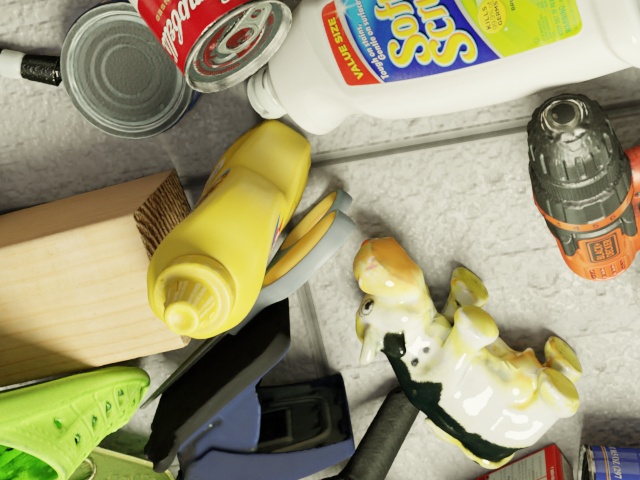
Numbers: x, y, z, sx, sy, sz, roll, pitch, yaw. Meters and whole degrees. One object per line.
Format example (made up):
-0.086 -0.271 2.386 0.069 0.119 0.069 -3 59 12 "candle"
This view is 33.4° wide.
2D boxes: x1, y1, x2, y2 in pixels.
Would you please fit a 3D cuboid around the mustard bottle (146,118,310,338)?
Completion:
-0.053 0.001 0.594 0.058 0.191 0.096 33 113 -5 "mustard bottle"

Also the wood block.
-0.183 0.032 0.683 0.206 0.090 0.090 -14 109 14 "wood block"

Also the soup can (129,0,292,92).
-0.072 -0.142 0.586 0.069 0.068 0.102 -43 72 22 "soup can"

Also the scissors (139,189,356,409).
-0.043 0.033 0.676 0.016 0.096 0.202 42 128 -11 "scissors"

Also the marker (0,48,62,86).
-0.216 -0.114 0.667 0.121 0.020 0.020 9 113 5 "marker"

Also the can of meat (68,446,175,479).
-0.155 0.192 0.750 0.102 0.057 0.084 15 139 3 "can of meat"

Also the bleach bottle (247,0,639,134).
0.057 -0.104 0.561 0.251 0.067 0.102 -16 83 42 "bleach bottle"

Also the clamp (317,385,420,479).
0.019 0.169 0.686 0.039 0.171 0.120 1 104 45 "clamp"

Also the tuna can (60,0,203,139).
-0.113 -0.105 0.646 0.086 0.033 0.086 3 113 8 "tuna can"

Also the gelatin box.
0.125 0.182 0.705 0.089 0.073 0.030 -30 104 19 "gelatin box"
